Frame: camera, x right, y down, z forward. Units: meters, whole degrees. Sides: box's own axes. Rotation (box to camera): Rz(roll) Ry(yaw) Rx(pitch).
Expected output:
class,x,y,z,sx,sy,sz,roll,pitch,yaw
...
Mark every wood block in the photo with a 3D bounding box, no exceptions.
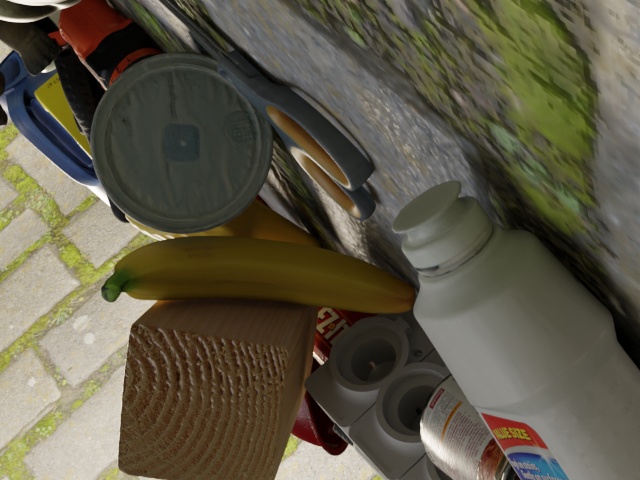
class,x,y,z,sx,sy,sz,roll,pitch,yaw
wood block,-0.056,0.076,0.687,0.091,0.090,0.206,8,-170,4

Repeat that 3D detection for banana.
class,x,y,z,sx,sy,sz,roll,pitch,yaw
banana,-0.041,0.024,0.640,0.070,0.197,0.037,-124,43,-52

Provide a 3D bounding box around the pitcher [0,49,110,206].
class,x,y,z,sx,sy,sz,roll,pitch,yaw
pitcher,-0.270,-0.130,1.264,0.145,0.149,0.242,13,150,54

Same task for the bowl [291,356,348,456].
class,x,y,z,sx,sy,sz,roll,pitch,yaw
bowl,-0.015,0.113,0.958,0.162,0.055,0.162,-7,-90,-73

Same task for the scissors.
class,x,y,z,sx,sy,sz,roll,pitch,yaw
scissors,-0.032,-0.075,0.574,0.202,0.016,0.096,43,171,40

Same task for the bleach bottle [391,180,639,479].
class,x,y,z,sx,sy,sz,roll,pitch,yaw
bleach bottle,0.105,0.083,0.404,0.250,0.068,0.103,53,172,-16

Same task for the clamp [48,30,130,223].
class,x,y,z,sx,sy,sz,roll,pitch,yaw
clamp,-0.196,-0.108,0.944,0.120,0.039,0.171,-127,19,-68

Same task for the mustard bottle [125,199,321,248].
class,x,y,z,sx,sy,sz,roll,pitch,yaw
mustard bottle,-0.056,0.001,0.841,0.096,0.058,0.191,1,161,38

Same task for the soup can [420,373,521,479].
class,x,y,z,sx,sy,sz,roll,pitch,yaw
soup can,0.100,0.109,0.547,0.068,0.068,0.102,51,173,-18

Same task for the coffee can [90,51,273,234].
class,x,y,z,sx,sy,sz,roll,pitch,yaw
coffee can,-0.089,-0.056,0.667,0.103,0.102,0.140,49,173,-7

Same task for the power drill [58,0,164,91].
class,x,y,z,sx,sy,sz,roll,pitch,yaw
power drill,-0.123,-0.096,0.862,0.185,0.057,0.187,48,171,33
